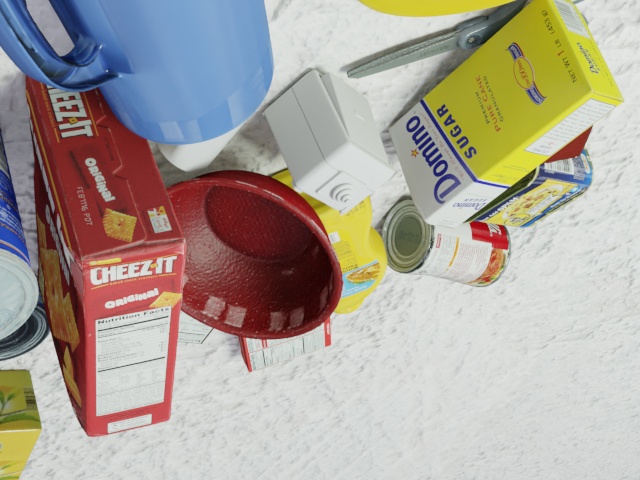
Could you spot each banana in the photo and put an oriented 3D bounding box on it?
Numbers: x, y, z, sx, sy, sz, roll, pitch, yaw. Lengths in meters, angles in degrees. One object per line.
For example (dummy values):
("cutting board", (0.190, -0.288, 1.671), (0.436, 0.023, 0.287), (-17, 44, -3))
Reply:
("banana", (0.093, -0.181, 0.720), (0.197, 0.037, 0.070), (-6, 155, -22))

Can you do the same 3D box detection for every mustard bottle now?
("mustard bottle", (0.007, 0.011, 0.917), (0.096, 0.058, 0.191), (-14, 146, 4))

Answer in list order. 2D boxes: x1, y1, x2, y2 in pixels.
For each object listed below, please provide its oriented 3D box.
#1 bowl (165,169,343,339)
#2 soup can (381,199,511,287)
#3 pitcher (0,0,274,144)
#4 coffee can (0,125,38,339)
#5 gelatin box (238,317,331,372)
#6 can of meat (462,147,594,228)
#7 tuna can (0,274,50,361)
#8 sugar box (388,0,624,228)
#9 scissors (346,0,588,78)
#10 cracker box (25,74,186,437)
("bowl", (-0.055, 0.001, 0.808), (0.162, 0.055, 0.162), (10, 134, 10))
("soup can", (0.112, 0.003, 0.960), (0.102, 0.068, 0.069), (10, 134, -38))
("pitcher", (-0.101, -0.153, 0.569), (0.149, 0.145, 0.243), (-18, 148, -3))
("coffee can", (-0.241, -0.013, 0.670), (0.102, 0.140, 0.103), (-15, 145, -11))
("gelatin box", (-0.035, 0.085, 1.019), (0.089, 0.030, 0.073), (-17, 146, -9))
("can of meat", (0.171, -0.052, 0.917), (0.083, 0.057, 0.102), (6, 151, -39))
("tuna can", (-0.260, 0.061, 0.854), (0.086, 0.034, 0.086), (-15, 145, -11))
("sugar box", (0.131, -0.092, 0.795), (0.048, 0.093, 0.177), (9, 144, -42))
("scissors", (0.124, -0.147, 0.810), (0.202, 0.016, 0.096), (-28, 145, 7))
("cracker box", (-0.152, 0.011, 0.734), (0.072, 0.164, 0.214), (-12, 144, -20))
